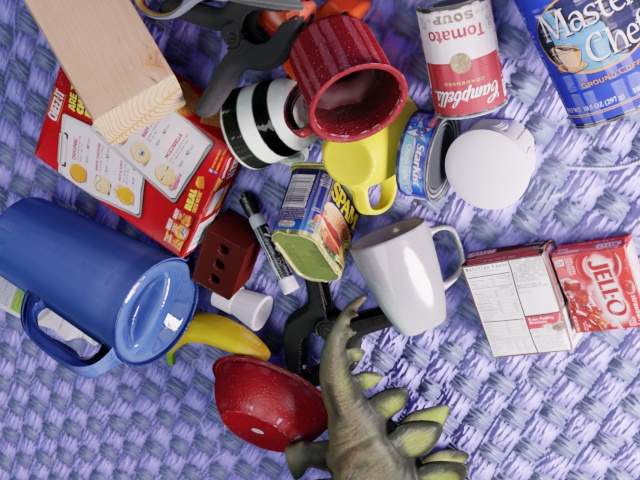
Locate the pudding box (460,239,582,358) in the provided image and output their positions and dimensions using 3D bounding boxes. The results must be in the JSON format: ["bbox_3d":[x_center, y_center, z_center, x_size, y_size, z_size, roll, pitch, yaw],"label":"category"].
[{"bbox_3d":[0.201,0.060,1.068,0.090,0.039,0.113,-9,110,33],"label":"pudding box"}]

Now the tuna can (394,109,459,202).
[{"bbox_3d":[0.102,-0.081,1.013,0.034,0.086,0.086,14,122,23],"label":"tuna can"}]

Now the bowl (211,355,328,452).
[{"bbox_3d":[-0.063,0.200,1.240,0.162,0.055,0.162,19,149,12],"label":"bowl"}]

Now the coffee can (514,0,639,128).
[{"bbox_3d":[0.226,-0.178,0.879,0.103,0.102,0.140,-19,106,35],"label":"coffee can"}]

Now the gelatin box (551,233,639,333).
[{"bbox_3d":[0.271,0.042,1.024,0.073,0.030,0.089,-10,112,32],"label":"gelatin box"}]

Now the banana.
[{"bbox_3d":[-0.136,0.114,1.267,0.198,0.037,0.069,-8,126,49],"label":"banana"}]

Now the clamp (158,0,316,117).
[{"bbox_3d":[-0.076,-0.183,1.010,0.172,0.039,0.120,-2,111,38],"label":"clamp"}]

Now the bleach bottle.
[{"bbox_3d":[-0.385,0.059,1.372,0.251,0.068,0.103,34,128,5],"label":"bleach bottle"}]

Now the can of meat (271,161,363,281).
[{"bbox_3d":[-0.004,-0.017,1.081,0.058,0.084,0.102,4,150,26],"label":"can of meat"}]

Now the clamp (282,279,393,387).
[{"bbox_3d":[0.007,0.084,1.187,0.164,0.036,0.210,39,125,5],"label":"clamp"}]

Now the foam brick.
[{"bbox_3d":[-0.103,0.016,1.199,0.053,0.051,0.078,28,126,11],"label":"foam brick"}]

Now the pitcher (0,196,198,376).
[{"bbox_3d":[-0.276,0.046,1.236,0.243,0.149,0.145,25,109,29],"label":"pitcher"}]

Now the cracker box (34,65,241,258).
[{"bbox_3d":[-0.193,-0.108,1.167,0.214,0.072,0.164,34,126,9],"label":"cracker box"}]

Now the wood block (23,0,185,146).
[{"bbox_3d":[-0.227,-0.212,1.062,0.091,0.090,0.206,-31,80,-5],"label":"wood block"}]

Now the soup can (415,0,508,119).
[{"bbox_3d":[0.127,-0.168,0.961,0.069,0.068,0.102,-1,115,29],"label":"soup can"}]

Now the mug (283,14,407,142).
[{"bbox_3d":[0.013,-0.142,0.967,0.117,0.093,0.081,-40,51,22],"label":"mug"}]

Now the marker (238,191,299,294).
[{"bbox_3d":[-0.058,0.001,1.167,0.020,0.020,0.121,-32,81,37],"label":"marker"}]

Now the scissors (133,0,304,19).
[{"bbox_3d":[-0.097,-0.249,0.981,0.202,0.016,0.096,1,95,35],"label":"scissors"}]
